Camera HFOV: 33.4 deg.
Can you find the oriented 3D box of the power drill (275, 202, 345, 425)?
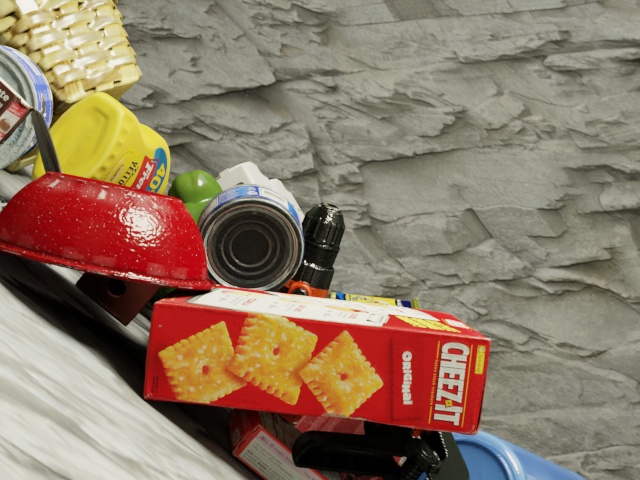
[{"bbox_3d":[-0.021,0.065,0.925,0.057,0.184,0.187,19,10,-2],"label":"power drill"}]

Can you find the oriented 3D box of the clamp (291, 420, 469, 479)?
[{"bbox_3d":[0.071,0.172,0.765,0.164,0.036,0.209,45,18,7],"label":"clamp"}]

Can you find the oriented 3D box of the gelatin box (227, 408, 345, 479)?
[{"bbox_3d":[-0.023,0.152,0.741,0.089,0.030,0.073,40,2,-12],"label":"gelatin box"}]

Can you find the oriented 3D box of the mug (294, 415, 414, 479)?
[{"bbox_3d":[0.032,0.163,0.888,0.093,0.081,0.117,40,1,-25],"label":"mug"}]

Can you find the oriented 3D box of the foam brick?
[{"bbox_3d":[-0.142,0.018,0.830,0.053,0.078,0.051,40,-1,-5],"label":"foam brick"}]

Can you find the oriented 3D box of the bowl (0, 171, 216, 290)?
[{"bbox_3d":[-0.144,-0.010,0.720,0.162,0.055,0.162,13,2,-1],"label":"bowl"}]

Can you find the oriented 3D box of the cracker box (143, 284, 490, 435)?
[{"bbox_3d":[-0.005,0.079,0.742,0.213,0.072,0.164,7,2,-2],"label":"cracker box"}]

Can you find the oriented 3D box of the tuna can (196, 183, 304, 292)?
[{"bbox_3d":[-0.055,0.001,0.839,0.086,0.086,0.034,40,12,-17],"label":"tuna can"}]

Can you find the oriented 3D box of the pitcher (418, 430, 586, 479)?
[{"bbox_3d":[0.172,0.239,0.927,0.145,0.149,0.242,40,1,35],"label":"pitcher"}]

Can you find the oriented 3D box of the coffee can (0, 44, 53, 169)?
[{"bbox_3d":[-0.269,-0.106,0.843,0.102,0.103,0.140,40,0,-12],"label":"coffee can"}]

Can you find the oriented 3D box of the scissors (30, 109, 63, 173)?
[{"bbox_3d":[-0.214,-0.046,0.820,0.096,0.016,0.202,28,-28,27],"label":"scissors"}]

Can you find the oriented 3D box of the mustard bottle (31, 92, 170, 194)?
[{"bbox_3d":[-0.182,-0.063,0.956,0.058,0.096,0.191,36,-2,13],"label":"mustard bottle"}]
